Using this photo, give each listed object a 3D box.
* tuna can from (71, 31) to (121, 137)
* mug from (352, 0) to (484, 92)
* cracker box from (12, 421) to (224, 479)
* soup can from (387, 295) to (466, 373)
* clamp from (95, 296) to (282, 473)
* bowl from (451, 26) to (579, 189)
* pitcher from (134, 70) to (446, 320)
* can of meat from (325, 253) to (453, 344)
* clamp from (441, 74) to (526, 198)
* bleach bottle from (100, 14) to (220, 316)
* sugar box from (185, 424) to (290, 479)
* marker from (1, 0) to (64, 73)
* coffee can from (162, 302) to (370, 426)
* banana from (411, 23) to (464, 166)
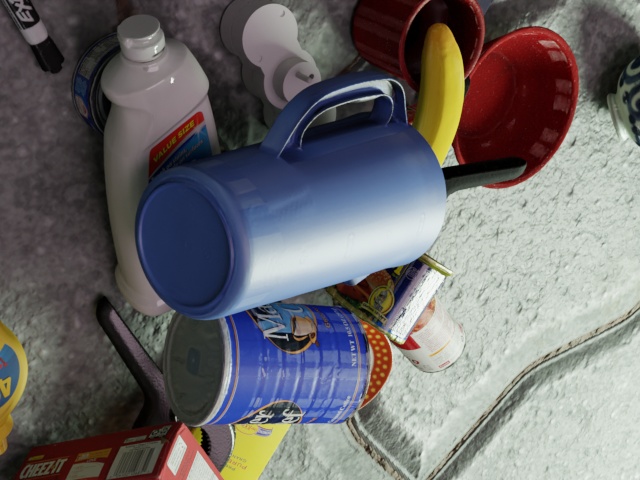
[{"bbox_3d":[-0.146,-0.116,0.826,0.086,0.034,0.086,-16,121,-29],"label":"tuna can"},{"bbox_3d":[0.080,-0.192,0.923,0.093,0.082,0.117,-23,124,-26],"label":"mug"},{"bbox_3d":[-0.141,0.258,0.913,0.213,0.164,0.072,61,29,-28],"label":"cracker box"},{"bbox_3d":[0.098,0.082,1.084,0.068,0.069,0.102,-48,132,-7],"label":"soup can"},{"bbox_3d":[-0.109,0.142,0.942,0.164,0.036,0.210,-6,104,-18],"label":"clamp"},{"bbox_3d":[0.175,-0.134,1.039,0.161,0.055,0.162,-16,121,-29],"label":"bowl"},{"bbox_3d":[-0.018,-0.030,0.806,0.242,0.145,0.149,-18,84,-51],"label":"pitcher"},{"bbox_3d":[0.063,0.038,1.014,0.057,0.102,0.084,29,96,-43],"label":"can of meat"},{"bbox_3d":[0.095,-0.070,0.971,0.171,0.039,0.120,-31,113,-2],"label":"clamp"},{"bbox_3d":[-0.124,-0.056,0.807,0.102,0.068,0.251,-30,143,-22],"label":"bleach bottle"},{"bbox_3d":[-0.102,0.206,1.006,0.093,0.048,0.176,29,91,-30],"label":"sugar box"},{"bbox_3d":[-0.216,-0.170,0.758,0.020,0.020,0.121,-37,129,-16],"label":"marker"},{"bbox_3d":[-0.045,0.101,0.878,0.140,0.103,0.103,6,108,-34],"label":"coffee can"},{"bbox_3d":[0.081,-0.089,0.906,0.069,0.037,0.198,8,123,-32],"label":"banana"}]
